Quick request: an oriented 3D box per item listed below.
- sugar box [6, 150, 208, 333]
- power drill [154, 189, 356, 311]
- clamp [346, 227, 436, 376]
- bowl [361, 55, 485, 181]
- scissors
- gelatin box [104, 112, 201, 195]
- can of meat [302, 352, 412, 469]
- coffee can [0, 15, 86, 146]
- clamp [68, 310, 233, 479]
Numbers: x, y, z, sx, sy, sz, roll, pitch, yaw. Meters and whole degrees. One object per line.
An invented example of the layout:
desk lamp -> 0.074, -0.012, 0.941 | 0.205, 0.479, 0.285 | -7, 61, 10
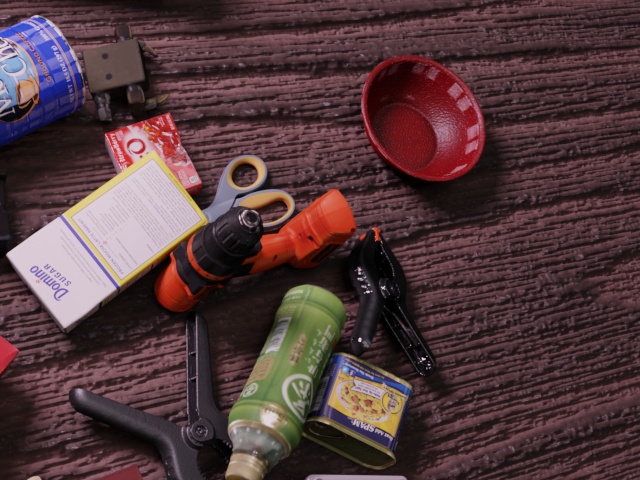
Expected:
sugar box -> -0.205, 0.001, 1.040 | 0.176, 0.048, 0.093 | -38, 87, -15
power drill -> -0.057, 0.001, 1.056 | 0.187, 0.185, 0.057 | -16, 76, -38
clamp -> 0.060, 0.062, 1.135 | 0.120, 0.039, 0.171 | 18, 46, -50
bowl -> 0.111, -0.133, 1.248 | 0.162, 0.055, 0.162 | 9, 66, -21
scissors -> -0.123, -0.040, 1.130 | 0.201, 0.016, 0.096 | -8, 71, -26
gelatin box -> -0.174, -0.080, 1.108 | 0.073, 0.030, 0.089 | -21, 78, -18
can of meat -> 0.038, 0.173, 1.090 | 0.102, 0.058, 0.084 | 28, 58, -12
coffee can -> -0.315, -0.146, 1.038 | 0.140, 0.103, 0.103 | -33, 85, -31
clamp -> -0.119, 0.178, 1.029 | 0.210, 0.036, 0.164 | 50, 53, -2
